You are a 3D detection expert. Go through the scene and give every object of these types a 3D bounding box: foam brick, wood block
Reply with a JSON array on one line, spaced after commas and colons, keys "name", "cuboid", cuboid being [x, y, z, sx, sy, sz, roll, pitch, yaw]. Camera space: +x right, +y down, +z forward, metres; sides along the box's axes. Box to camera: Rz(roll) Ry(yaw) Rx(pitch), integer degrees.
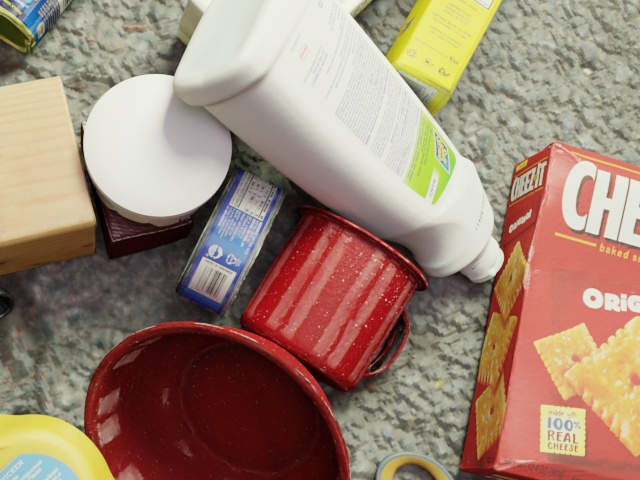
[{"name": "foam brick", "cuboid": [-0.112, -0.035, 0.649, 0.051, 0.053, 0.078, -13, 83, -15]}, {"name": "wood block", "cuboid": [-0.238, -0.019, 0.600, 0.206, 0.090, 0.091, -13, 82, -14]}]

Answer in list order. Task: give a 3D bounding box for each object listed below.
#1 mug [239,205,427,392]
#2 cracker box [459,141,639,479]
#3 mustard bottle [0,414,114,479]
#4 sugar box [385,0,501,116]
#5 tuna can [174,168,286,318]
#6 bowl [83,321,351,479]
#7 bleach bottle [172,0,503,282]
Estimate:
[{"name": "mug", "cuboid": [0.011, 0.044, 0.651, 0.117, 0.093, 0.081, 41, 76, -40]}, {"name": "cracker box", "cuboid": [0.194, 0.062, 0.688, 0.164, 0.072, 0.213, 16, 76, -10]}, {"name": "mustard bottle", "cuboid": [-0.156, 0.156, 0.599, 0.096, 0.058, 0.191, -44, 90, 7]}, {"name": "sugar box", "cuboid": [0.091, -0.161, 0.696, 0.048, 0.093, 0.176, 28, 74, -7]}, {"name": "tuna can", "cuboid": [-0.054, 0.001, 0.638, 0.033, 0.086, 0.086, 27, 75, -5]}, {"name": "bowl", "cuboid": [-0.052, 0.109, 0.610, 0.162, 0.055, 0.162, 8, 114, 18]}, {"name": "bleach bottle", "cuboid": [0.030, -0.048, 0.629, 0.250, 0.068, 0.102, 43, 52, -33]}]
